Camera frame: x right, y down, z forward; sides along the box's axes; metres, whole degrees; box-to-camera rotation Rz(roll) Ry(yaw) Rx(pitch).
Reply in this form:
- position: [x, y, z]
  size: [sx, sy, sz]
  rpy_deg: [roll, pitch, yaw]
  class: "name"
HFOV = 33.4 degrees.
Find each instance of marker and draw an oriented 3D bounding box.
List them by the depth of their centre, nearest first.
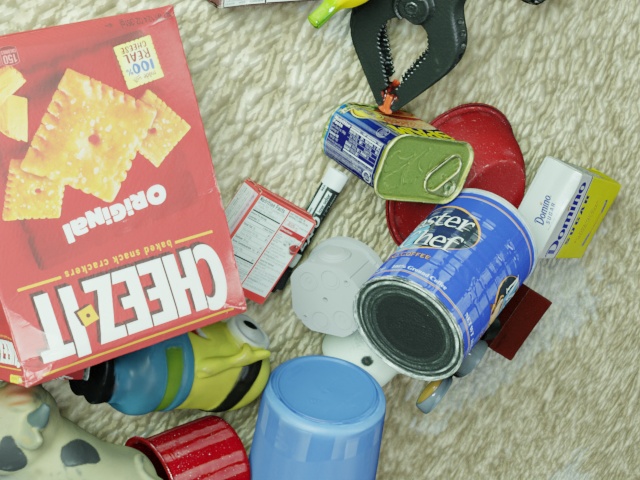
- position: [-0.014, -0.008, 0.925]
  size: [0.020, 0.020, 0.121]
  rpy_deg: [21, 103, -45]
  class: "marker"

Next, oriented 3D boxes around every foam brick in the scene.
- position: [0.195, 0.077, 1.131]
  size: [0.052, 0.051, 0.078]
  rpy_deg: [32, 95, -46]
  class: "foam brick"

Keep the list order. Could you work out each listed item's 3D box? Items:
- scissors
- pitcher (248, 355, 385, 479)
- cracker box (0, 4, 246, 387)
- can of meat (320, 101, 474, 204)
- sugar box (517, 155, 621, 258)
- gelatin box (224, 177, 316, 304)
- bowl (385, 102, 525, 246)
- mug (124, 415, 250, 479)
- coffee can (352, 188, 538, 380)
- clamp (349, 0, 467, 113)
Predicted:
- position: [0.117, 0.131, 1.039]
  size: [0.096, 0.016, 0.202]
  rpy_deg: [-47, 176, -12]
  class: "scissors"
- position: [-0.003, 0.233, 0.972]
  size: [0.149, 0.145, 0.243]
  rpy_deg: [4, 121, -8]
  class: "pitcher"
- position: [-0.152, -0.032, 0.695]
  size: [0.163, 0.072, 0.214]
  rpy_deg: [-18, 99, -30]
  class: "cracker box"
- position: [0.063, -0.075, 0.896]
  size: [0.101, 0.084, 0.057]
  rpy_deg: [2, 116, -40]
  class: "can of meat"
- position: [0.245, -0.029, 1.065]
  size: [0.176, 0.048, 0.093]
  rpy_deg: [-3, 121, -64]
  class: "sugar box"
- position: [-0.056, 0.001, 0.889]
  size: [0.073, 0.030, 0.089]
  rpy_deg: [28, 98, -45]
  class: "gelatin box"
- position: [0.140, -0.045, 1.002]
  size: [0.161, 0.055, 0.162]
  rpy_deg: [-21, 130, -28]
  class: "bowl"
- position: [-0.115, 0.214, 0.937]
  size: [0.081, 0.093, 0.117]
  rpy_deg: [-16, 113, -37]
  class: "mug"
- position: [0.107, 0.035, 0.896]
  size: [0.140, 0.103, 0.103]
  rpy_deg: [-44, 141, -40]
  class: "coffee can"
- position: [0.066, -0.194, 0.819]
  size: [0.036, 0.164, 0.210]
  rpy_deg: [-61, 175, -47]
  class: "clamp"
